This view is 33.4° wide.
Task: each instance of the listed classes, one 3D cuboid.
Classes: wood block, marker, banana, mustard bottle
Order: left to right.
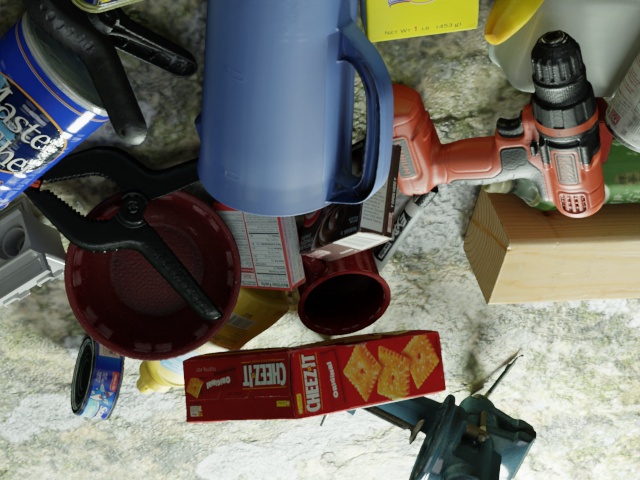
[{"bbox_3d":[-0.127,0.099,1.104,0.096,0.058,0.192,25,123,-40],"label":"mustard bottle"},{"bbox_3d":[0.083,-0.015,1.075,0.020,0.020,0.121,14,128,-26],"label":"marker"},{"bbox_3d":[0.175,-0.250,0.832,0.069,0.037,0.198,-4,118,-33],"label":"banana"},{"bbox_3d":[0.264,0.001,1.088,0.206,0.091,0.090,-1,133,-13],"label":"wood block"}]

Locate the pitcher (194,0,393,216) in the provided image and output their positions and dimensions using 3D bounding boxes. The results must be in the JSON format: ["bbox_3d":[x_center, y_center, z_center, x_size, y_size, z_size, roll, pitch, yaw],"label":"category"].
[{"bbox_3d":[-0.023,-0.144,0.840,0.149,0.145,0.243,-3,131,-9],"label":"pitcher"}]

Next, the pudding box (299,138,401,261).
[{"bbox_3d":[0.025,-0.035,0.958,0.039,0.090,0.114,15,163,-28],"label":"pudding box"}]

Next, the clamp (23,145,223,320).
[{"bbox_3d":[-0.162,-0.018,0.948,0.210,0.036,0.164,7,91,-9],"label":"clamp"}]

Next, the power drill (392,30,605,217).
[{"bbox_3d":[0.147,-0.098,0.923,0.188,0.057,0.184,4,135,28],"label":"power drill"}]

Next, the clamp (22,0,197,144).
[{"bbox_3d":[-0.170,-0.153,0.804,0.039,0.120,0.171,-35,118,31],"label":"clamp"}]

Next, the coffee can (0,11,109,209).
[{"bbox_3d":[-0.239,-0.103,0.846,0.140,0.103,0.102,-36,132,19],"label":"coffee can"}]

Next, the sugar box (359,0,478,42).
[{"bbox_3d":[0.074,-0.239,0.807,0.093,0.048,0.176,-9,137,-2],"label":"sugar box"}]

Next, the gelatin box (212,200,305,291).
[{"bbox_3d":[-0.057,0.001,1.001,0.073,0.030,0.089,2,112,32],"label":"gelatin box"}]

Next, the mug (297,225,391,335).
[{"bbox_3d":[0.009,0.028,1.053,0.093,0.081,0.117,-32,133,16],"label":"mug"}]

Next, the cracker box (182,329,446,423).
[{"bbox_3d":[-0.005,0.135,1.069,0.213,0.072,0.165,-1,172,-45],"label":"cracker box"}]

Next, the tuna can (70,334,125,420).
[{"bbox_3d":[-0.230,0.140,1.097,0.033,0.086,0.086,13,129,-23],"label":"tuna can"}]

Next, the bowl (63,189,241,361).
[{"bbox_3d":[-0.155,0.029,0.998,0.162,0.055,0.162,0,92,-5],"label":"bowl"}]
